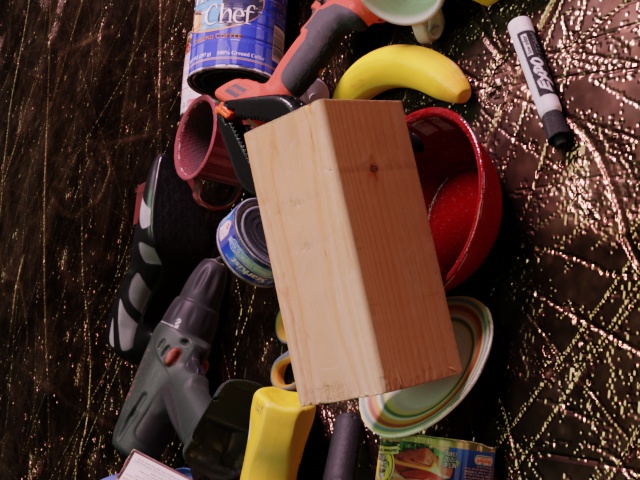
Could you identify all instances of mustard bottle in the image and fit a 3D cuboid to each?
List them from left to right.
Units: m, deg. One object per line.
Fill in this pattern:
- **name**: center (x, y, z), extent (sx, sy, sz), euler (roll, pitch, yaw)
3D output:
- **mustard bottle**: center (-0.051, 0.233, 0.965), extent (0.096, 0.058, 0.191), euler (-110, 33, -89)

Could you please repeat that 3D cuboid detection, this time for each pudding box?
- **pudding box**: center (-0.129, 0.251, 1.021), extent (0.114, 0.090, 0.039), euler (18, 64, 25)

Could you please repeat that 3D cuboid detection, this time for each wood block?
- **wood block**: center (0.023, 0.009, 0.783), extent (0.090, 0.090, 0.206), euler (-18, 81, 46)

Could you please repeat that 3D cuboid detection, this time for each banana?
- **banana**: center (0.066, -0.140, 0.951), extent (0.198, 0.037, 0.069), euler (-9, 91, 57)

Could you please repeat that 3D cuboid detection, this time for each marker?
- **marker**: center (0.165, -0.119, 0.802), extent (0.020, 0.020, 0.121), euler (-44, 46, 41)

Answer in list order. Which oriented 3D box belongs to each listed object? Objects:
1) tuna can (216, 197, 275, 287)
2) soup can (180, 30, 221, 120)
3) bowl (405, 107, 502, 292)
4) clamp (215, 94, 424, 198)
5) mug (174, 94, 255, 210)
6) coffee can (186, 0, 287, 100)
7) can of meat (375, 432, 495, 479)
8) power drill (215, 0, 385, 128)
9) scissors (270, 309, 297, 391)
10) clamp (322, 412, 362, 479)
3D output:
- **tuna can**: center (-0.057, 0.001, 1.042), extent (0.034, 0.086, 0.086), euler (-42, 46, 40)
- **soup can**: center (-0.123, -0.183, 1.222), extent (0.069, 0.068, 0.102), euler (-16, 67, 54)
- **bowl**: center (0.093, -0.021, 0.847), extent (0.162, 0.055, 0.162), euler (-25, 59, 51)
- **clamp**: center (-0.020, -0.052, 0.901), extent (0.210, 0.036, 0.165), euler (34, 110, 35)
- **mug**: center (-0.103, -0.090, 1.146), extent (0.093, 0.081, 0.117), euler (7, 86, 57)
- **coffee can**: center (-0.087, -0.232, 1.151), extent (0.103, 0.102, 0.140), euler (-15, 67, 54)
- **can of meat**: center (0.082, 0.189, 0.793), extent (0.102, 0.057, 0.084), euler (-8, 71, 56)
- **power drill**: center (-0.019, -0.192, 1.026), extent (0.187, 0.057, 0.185), euler (-52, 27, 2)
- **scissors**: center (0.008, 0.070, 0.984), extent (0.202, 0.016, 0.096), euler (-46, 44, 40)
- **clamp**: center (0.005, 0.231, 0.873), extent (0.171, 0.039, 0.120), euler (-82, 9, -65)
